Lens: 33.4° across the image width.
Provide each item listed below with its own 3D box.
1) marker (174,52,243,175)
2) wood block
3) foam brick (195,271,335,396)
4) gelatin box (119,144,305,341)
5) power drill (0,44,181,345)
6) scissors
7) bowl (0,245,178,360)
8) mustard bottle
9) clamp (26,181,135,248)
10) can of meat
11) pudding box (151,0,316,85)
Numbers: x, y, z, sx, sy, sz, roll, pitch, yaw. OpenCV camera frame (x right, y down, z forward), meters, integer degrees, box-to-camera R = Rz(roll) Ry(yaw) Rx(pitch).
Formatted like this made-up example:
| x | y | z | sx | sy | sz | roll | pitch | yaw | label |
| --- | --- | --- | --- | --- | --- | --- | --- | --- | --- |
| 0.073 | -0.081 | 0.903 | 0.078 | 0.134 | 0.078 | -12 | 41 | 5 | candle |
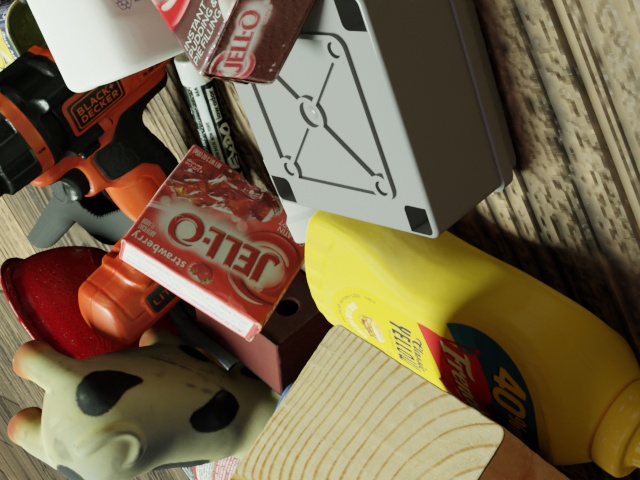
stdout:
| x | y | z | sx | sy | sz | roll | pitch | yaw | label |
| --- | --- | --- | --- | --- | --- | --- | --- | --- | --- |
| -0.058 | -0.054 | 0.614 | 0.020 | 0.020 | 0.121 | 26 | 142 | 42 | marker |
| 0.063 | 0.128 | 0.468 | 0.091 | 0.090 | 0.205 | 31 | 174 | 41 | wood block |
| -0.033 | 0.045 | 0.655 | 0.078 | 0.052 | 0.051 | 34 | 147 | 30 | foam brick |
| -0.054 | 0.001 | 0.588 | 0.089 | 0.073 | 0.030 | 32 | 152 | 0 | gelatin box |
| -0.135 | -0.022 | 0.614 | 0.057 | 0.184 | 0.187 | 33 | 156 | 35 | power drill |
| -0.118 | 0.067 | 0.848 | 0.202 | 0.016 | 0.096 | 45 | 150 | 15 | scissors |
| -0.154 | 0.056 | 0.776 | 0.162 | 0.055 | 0.162 | 47 | -176 | -5 | bowl |
| 0.079 | 0.048 | 0.478 | 0.192 | 0.058 | 0.096 | 31 | 153 | 35 | mustard bottle |
| -0.183 | -0.040 | 0.798 | 0.210 | 0.036 | 0.164 | 25 | 136 | 38 | clamp |
| -0.172 | -0.110 | 0.685 | 0.084 | 0.057 | 0.102 | 10 | 130 | 55 | can of meat |
| -0.027 | -0.128 | 0.390 | 0.090 | 0.039 | 0.114 | 56 | 128 | 35 | pudding box |
